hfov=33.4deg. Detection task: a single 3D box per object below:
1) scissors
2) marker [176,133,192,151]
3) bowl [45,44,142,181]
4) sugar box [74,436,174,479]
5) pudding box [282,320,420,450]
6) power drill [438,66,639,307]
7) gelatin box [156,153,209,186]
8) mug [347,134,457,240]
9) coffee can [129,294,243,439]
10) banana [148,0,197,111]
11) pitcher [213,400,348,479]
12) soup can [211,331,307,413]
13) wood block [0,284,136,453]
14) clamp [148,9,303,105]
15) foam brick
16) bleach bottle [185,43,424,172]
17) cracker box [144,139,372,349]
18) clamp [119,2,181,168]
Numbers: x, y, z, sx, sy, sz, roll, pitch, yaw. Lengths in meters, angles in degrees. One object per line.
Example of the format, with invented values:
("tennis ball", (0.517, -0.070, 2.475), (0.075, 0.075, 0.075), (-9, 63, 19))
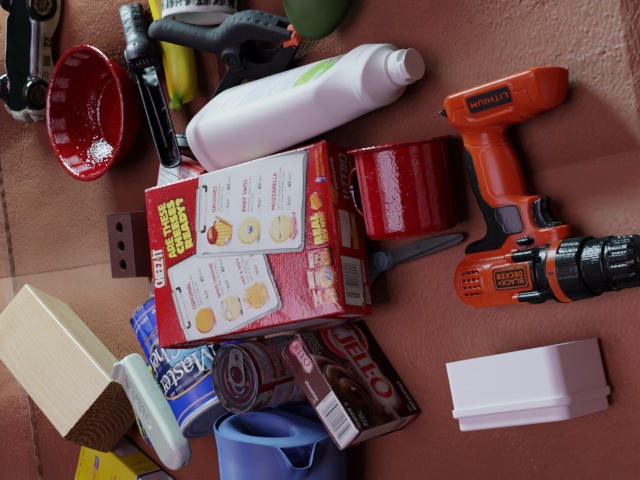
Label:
("scissors", (0.056, 0.038, 1.018), (0.202, 0.016, 0.096), (3, 98, 44))
("marker", (-0.138, -0.107, 1.189), (0.121, 0.020, 0.020), (11, 102, 43))
("bowl", (-0.263, -0.152, 1.280), (0.162, 0.055, 0.162), (6, 99, 44))
("sugar box", (-0.233, 0.311, 1.310), (0.176, 0.048, 0.093), (30, 114, 40))
("pudding box", (0.029, 0.133, 1.004), (0.039, 0.089, 0.113), (-49, 62, 38))
("power drill", (0.176, -0.041, 0.862), (0.185, 0.057, 0.187), (-11, 86, 43))
("gelatin box", (-0.153, -0.048, 1.203), (0.073, 0.030, 0.089), (27, 112, 41))
("mug", (0.068, -0.045, 0.948), (0.117, 0.093, 0.081), (-5, 96, 48))
("coffee can", (-0.131, 0.127, 1.150), (0.103, 0.102, 0.140), (-47, 63, 37))
("banana", (-0.164, -0.233, 1.170), (0.069, 0.037, 0.198), (104, 153, -84))
("pitcher", (-0.035, 0.287, 1.070), (0.145, 0.149, 0.243), (3, 100, 29))
("soup can", (-0.049, 0.130, 1.070), (0.069, 0.102, 0.068), (6, 99, 44))
("wood block", (-0.315, 0.158, 1.324), (0.206, 0.090, 0.091), (39, 90, 35))
("clamp", (-0.083, -0.186, 1.096), (0.172, 0.120, 0.039), (1, 55, 32))
("foam brick", (-0.214, 0.005, 1.252), (0.053, 0.051, 0.078), (-4, 92, 45))
("bleach bottle", (-0.011, -0.130, 1.007), (0.251, 0.102, 0.068), (-11, 121, 44))
("cracker box", (-0.061, 0.009, 1.037), (0.214, 0.072, 0.164), (-13, 77, 29))
("clamp", (-0.194, -0.190, 1.184), (0.210, 0.036, 0.164), (-112, 9, -50))
